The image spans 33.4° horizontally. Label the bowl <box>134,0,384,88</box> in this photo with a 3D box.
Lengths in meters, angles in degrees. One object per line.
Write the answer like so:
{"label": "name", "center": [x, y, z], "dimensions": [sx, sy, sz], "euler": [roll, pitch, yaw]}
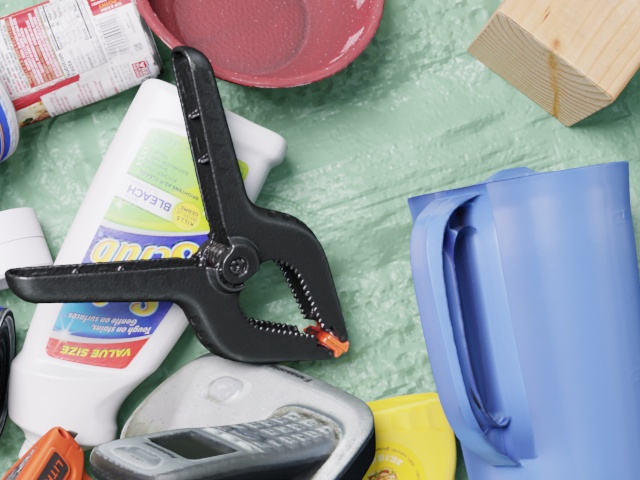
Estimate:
{"label": "bowl", "center": [-0.043, -0.156, 0.668], "dimensions": [0.162, 0.055, 0.162], "euler": [5, 68, -13]}

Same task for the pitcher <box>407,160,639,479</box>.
{"label": "pitcher", "center": [0.129, 0.077, 0.639], "dimensions": [0.149, 0.145, 0.243], "euler": [-9, 90, -5]}

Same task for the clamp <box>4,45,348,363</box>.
{"label": "clamp", "center": [-0.054, 0.001, 0.621], "dimensions": [0.209, 0.036, 0.164], "euler": [32, 86, -33]}

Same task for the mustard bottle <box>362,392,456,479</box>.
{"label": "mustard bottle", "center": [0.050, 0.197, 0.662], "dimensions": [0.096, 0.058, 0.191], "euler": [-11, 88, 4]}

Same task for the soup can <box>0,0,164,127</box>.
{"label": "soup can", "center": [-0.156, -0.117, 0.662], "dimensions": [0.102, 0.068, 0.068], "euler": [-22, 88, -6]}

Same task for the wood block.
{"label": "wood block", "center": [0.198, -0.187, 0.685], "dimensions": [0.090, 0.091, 0.206], "euler": [37, 84, -2]}

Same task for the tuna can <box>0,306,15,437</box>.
{"label": "tuna can", "center": [-0.206, 0.080, 0.636], "dimensions": [0.033, 0.086, 0.086], "euler": [5, 85, -6]}

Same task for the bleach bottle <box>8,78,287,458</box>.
{"label": "bleach bottle", "center": [-0.116, 0.033, 0.659], "dimensions": [0.102, 0.068, 0.251], "euler": [24, 88, -11]}
